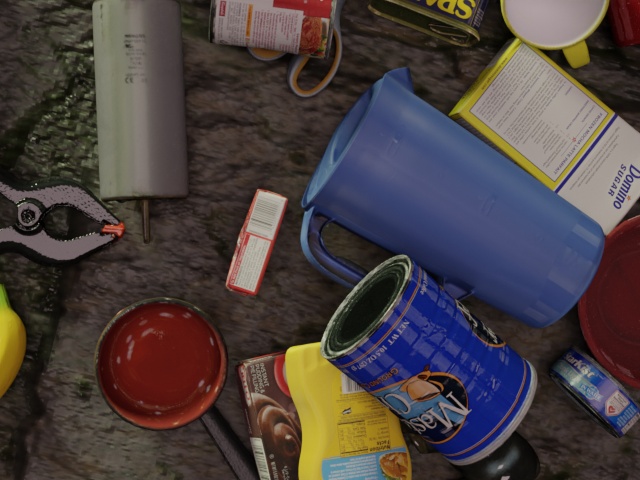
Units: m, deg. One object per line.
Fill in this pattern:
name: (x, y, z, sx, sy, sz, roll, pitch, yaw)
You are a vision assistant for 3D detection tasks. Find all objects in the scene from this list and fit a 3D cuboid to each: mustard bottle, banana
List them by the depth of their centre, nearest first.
mustard bottle: (0.028, 0.179, 0.889, 0.096, 0.058, 0.191, -3, 82, -27)
banana: (-0.318, 0.131, 0.922, 0.070, 0.037, 0.198, 41, 87, 13)

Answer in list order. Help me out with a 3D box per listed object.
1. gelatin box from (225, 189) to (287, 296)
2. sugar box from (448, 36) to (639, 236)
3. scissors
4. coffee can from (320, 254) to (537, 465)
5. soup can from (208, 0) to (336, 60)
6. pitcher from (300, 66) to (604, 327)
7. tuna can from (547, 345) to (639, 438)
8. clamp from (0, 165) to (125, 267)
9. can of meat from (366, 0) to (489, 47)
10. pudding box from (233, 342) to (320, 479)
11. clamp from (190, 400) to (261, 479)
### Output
gelatin box: (-0.056, 0.001, 0.919, 0.030, 0.073, 0.089, 18, 91, -4)
sugar box: (0.212, -0.092, 0.954, 0.176, 0.048, 0.093, 39, 88, -8)
scissors: (-0.001, -0.227, 0.947, 0.096, 0.016, 0.202, 18, 90, -5)
coffee can: (0.085, 0.094, 0.839, 0.140, 0.103, 0.103, 41, 88, -14)
soup can: (-0.040, -0.193, 0.903, 0.102, 0.068, 0.068, 7, 91, -3)
pitcher: (0.109, -0.018, 0.907, 0.242, 0.145, 0.149, 31, 123, -8)
tuna can: (0.242, 0.134, 0.941, 0.086, 0.086, 0.034, 44, 89, -4)
clamp: (-0.258, -0.011, 0.920, 0.171, 0.039, 0.120, 17, 91, -5)
can of meat: (0.103, -0.229, 0.936, 0.102, 0.057, 0.084, 20, 88, -5)
pudding box: (-0.019, 0.151, 0.927, 0.089, 0.039, 0.113, -12, 89, -24)
clamp: (-0.055, 0.257, 0.940, 0.210, 0.036, 0.164, 28, 80, -7)
